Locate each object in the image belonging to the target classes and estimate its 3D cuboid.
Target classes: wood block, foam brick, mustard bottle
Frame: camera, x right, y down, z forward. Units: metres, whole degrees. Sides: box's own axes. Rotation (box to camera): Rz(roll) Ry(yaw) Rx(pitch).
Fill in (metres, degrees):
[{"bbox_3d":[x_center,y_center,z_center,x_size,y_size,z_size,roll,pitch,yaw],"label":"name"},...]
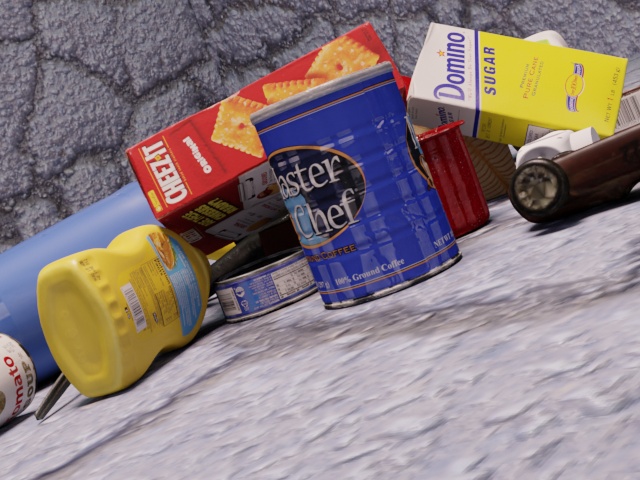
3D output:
[{"bbox_3d":[0.138,-0.089,1.066,0.090,0.091,0.206,-20,5,9],"label":"wood block"},{"bbox_3d":[-0.007,0.001,0.940,0.078,0.051,0.053,-20,5,16],"label":"foam brick"},{"bbox_3d":[-0.129,0.039,0.788,0.058,0.096,0.191,-19,6,22],"label":"mustard bottle"}]

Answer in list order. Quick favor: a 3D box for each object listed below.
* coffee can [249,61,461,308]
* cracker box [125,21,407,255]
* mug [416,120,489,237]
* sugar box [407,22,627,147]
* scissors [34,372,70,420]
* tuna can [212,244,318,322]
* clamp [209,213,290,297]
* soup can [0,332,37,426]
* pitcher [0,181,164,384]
[{"bbox_3d":[0.024,-0.038,0.726,0.103,0.140,0.103,-21,5,2],"label":"coffee can"},{"bbox_3d":[-0.035,-0.077,0.878,0.213,0.072,0.164,-27,-13,0],"label":"cracker box"},{"bbox_3d":[0.075,-0.039,0.853,0.117,0.081,0.093,-16,8,44],"label":"mug"},{"bbox_3d":[0.169,-0.130,0.927,0.176,0.093,0.048,14,-32,9],"label":"sugar box"},{"bbox_3d":[-0.172,0.089,0.814,0.016,0.096,0.201,14,42,5],"label":"scissors"},{"bbox_3d":[-0.041,0.033,0.844,0.086,0.034,0.086,-21,5,2],"label":"tuna can"},{"bbox_3d":[-0.057,0.001,1.035,0.172,0.039,0.120,-31,18,43],"label":"clamp"},{"bbox_3d":[-0.250,0.108,0.731,0.069,0.068,0.102,-19,5,21],"label":"soup can"},{"bbox_3d":[-0.231,0.048,0.955,0.242,0.145,0.149,-31,-23,-45],"label":"pitcher"}]
